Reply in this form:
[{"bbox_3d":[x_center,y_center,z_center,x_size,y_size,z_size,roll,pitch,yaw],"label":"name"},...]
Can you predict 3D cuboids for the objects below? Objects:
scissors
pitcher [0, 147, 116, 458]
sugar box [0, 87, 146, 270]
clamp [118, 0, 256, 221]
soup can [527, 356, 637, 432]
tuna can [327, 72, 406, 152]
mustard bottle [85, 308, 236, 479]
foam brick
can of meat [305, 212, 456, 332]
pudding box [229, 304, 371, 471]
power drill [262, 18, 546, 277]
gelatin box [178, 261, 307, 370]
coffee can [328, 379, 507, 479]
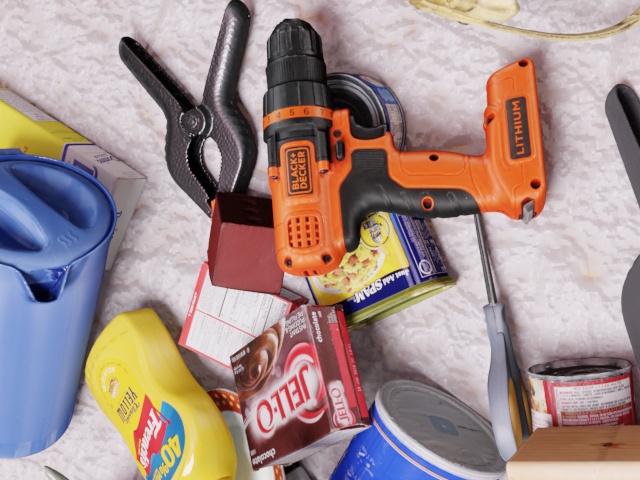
[{"bbox_3d":[0.117,0.062,0.720,0.016,0.096,0.202,-13,91,18],"label":"scissors"},{"bbox_3d":[-0.247,0.054,0.865,0.145,0.149,0.243,24,128,8],"label":"pitcher"},{"bbox_3d":[-0.241,-0.055,0.925,0.176,0.048,0.093,32,108,24],"label":"sugar box"},{"bbox_3d":[-0.086,-0.103,0.842,0.120,0.039,0.171,-22,90,32],"label":"clamp"},{"bbox_3d":[0.176,0.133,0.704,0.069,0.068,0.102,-5,92,28],"label":"soup can"},{"bbox_3d":[0.018,-0.081,0.790,0.086,0.033,0.086,3,95,28],"label":"tuna can"},{"bbox_3d":[-0.117,0.151,0.845,0.192,0.058,0.096,51,127,29],"label":"mustard bottle"},{"bbox_3d":[-0.055,0.001,0.802,0.053,0.078,0.051,8,108,-12],"label":"foam brick"},{"bbox_3d":[0.035,0.014,0.777,0.102,0.057,0.084,-27,79,27],"label":"can of meat"},{"bbox_3d":[-0.017,0.106,0.757,0.114,0.039,0.090,-40,57,50],"label":"pudding box"},{"bbox_3d":[0.053,-0.073,0.723,0.188,0.057,0.184,-6,78,10],"label":"power drill"},{"bbox_3d":[-0.061,0.064,0.847,0.089,0.030,0.073,23,104,22],"label":"gelatin box"},{"bbox_3d":[0.055,0.184,0.754,0.103,0.102,0.140,35,110,21],"label":"coffee can"}]
